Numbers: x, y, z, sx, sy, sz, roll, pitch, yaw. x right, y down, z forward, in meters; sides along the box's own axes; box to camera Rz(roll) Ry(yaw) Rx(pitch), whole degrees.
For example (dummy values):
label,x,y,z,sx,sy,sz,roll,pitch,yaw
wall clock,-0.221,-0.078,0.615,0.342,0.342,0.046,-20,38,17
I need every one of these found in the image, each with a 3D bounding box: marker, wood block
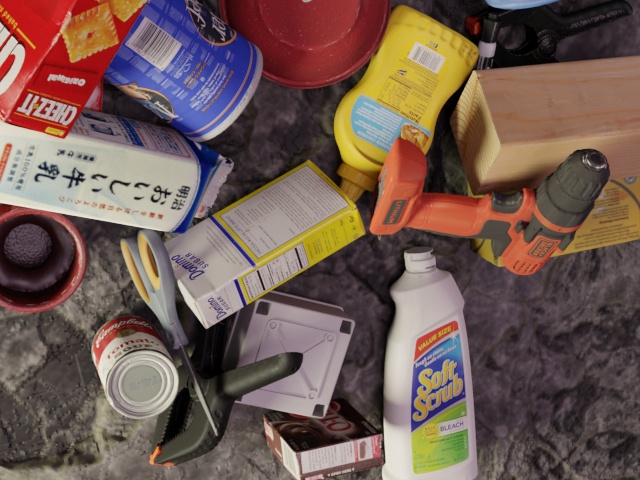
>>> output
label,x,y,z,sx,sy,sz,roll,pitch,yaw
marker,0.159,-0.167,1.051,0.020,0.020,0.121,-4,124,-18
wood block,0.243,-0.113,1.029,0.206,0.091,0.090,-7,65,-14

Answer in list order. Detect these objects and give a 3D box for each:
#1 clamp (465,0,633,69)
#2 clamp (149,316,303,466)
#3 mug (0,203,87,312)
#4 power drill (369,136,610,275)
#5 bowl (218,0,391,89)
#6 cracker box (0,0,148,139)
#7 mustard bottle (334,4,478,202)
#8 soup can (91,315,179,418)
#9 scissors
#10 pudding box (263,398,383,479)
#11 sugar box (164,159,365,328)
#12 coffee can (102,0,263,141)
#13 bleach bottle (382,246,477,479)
label,x,y,z,sx,sy,sz,roll,pitch,yaw
clamp,0.227,-0.189,1.080,0.171,0.039,0.120,2,106,-12
clamp,-0.098,0.137,1.003,0.036,0.165,0.210,16,107,-40
mug,-0.268,0.014,0.940,0.117,0.082,0.093,-30,111,-10
power drill,0.148,-0.038,0.968,0.187,0.185,0.057,13,57,-6
bowl,-0.012,-0.218,0.964,0.162,0.055,0.162,-1,99,-5
cracker box,-0.209,-0.214,0.826,0.214,0.164,0.072,-54,148,16
mustard bottle,0.068,-0.122,1.031,0.096,0.058,0.191,27,94,-12
soup can,-0.172,0.116,0.987,0.068,0.102,0.068,-4,105,-17
scissors,-0.129,0.073,0.959,0.016,0.096,0.202,-21,69,-27
pudding box,0.001,0.197,1.060,0.090,0.114,0.039,-10,105,-17
sugar box,-0.057,0.001,0.993,0.176,0.093,0.048,-32,135,-12
coffee can,-0.134,-0.164,0.914,0.140,0.103,0.103,34,91,-35
bleach bottle,0.105,0.132,1.107,0.102,0.068,0.251,-10,104,-16
